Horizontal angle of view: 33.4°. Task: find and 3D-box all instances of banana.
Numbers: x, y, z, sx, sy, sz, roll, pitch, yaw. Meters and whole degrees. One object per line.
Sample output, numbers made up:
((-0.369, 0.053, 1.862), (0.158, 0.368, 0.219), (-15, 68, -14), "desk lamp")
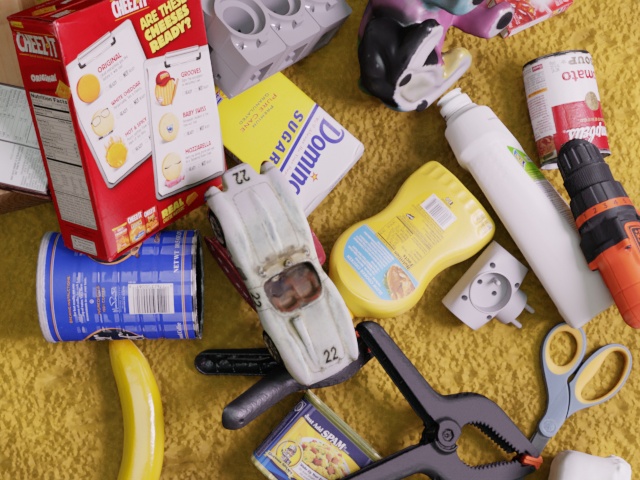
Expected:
((-0.180, 0.188, 0.999), (0.069, 0.037, 0.198), (9, 83, -2), "banana")

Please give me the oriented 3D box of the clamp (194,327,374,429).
((-0.034, 0.114, 0.996), (0.171, 0.120, 0.039), (-18, 123, -22), "clamp")

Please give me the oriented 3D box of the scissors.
((0.210, 0.159, 1.023), (0.201, 0.016, 0.096), (-40, 84, -5), "scissors")

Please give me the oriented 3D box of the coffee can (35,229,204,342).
((-0.181, 0.041, 0.984), (0.140, 0.103, 0.103), (-1, 83, -2), "coffee can")

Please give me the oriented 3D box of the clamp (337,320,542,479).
((0.105, 0.167, 0.971), (0.209, 0.036, 0.164), (11, 77, -17), "clamp")

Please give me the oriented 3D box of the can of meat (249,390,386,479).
((-0.003, 0.203, 0.992), (0.102, 0.057, 0.084), (42, 85, 3), "can of meat")

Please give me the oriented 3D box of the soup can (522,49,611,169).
((0.237, -0.125, 1.031), (0.068, 0.068, 0.102), (-9, 84, -3), "soup can")

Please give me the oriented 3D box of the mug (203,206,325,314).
((-0.057, 0.001, 0.998), (0.081, 0.093, 0.117), (-37, 92, -10), "mug")

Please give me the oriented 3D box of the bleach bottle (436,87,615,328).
((0.196, -0.037, 1.014), (0.068, 0.102, 0.251), (-38, 78, 19), "bleach bottle")

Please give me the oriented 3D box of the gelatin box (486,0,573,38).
((0.198, -0.258, 1.066), (0.073, 0.030, 0.089), (-25, 85, -4), "gelatin box")

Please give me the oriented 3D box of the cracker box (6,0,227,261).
((-0.169, -0.114, 0.931), (0.072, 0.163, 0.214), (13, 124, 35), "cracker box")

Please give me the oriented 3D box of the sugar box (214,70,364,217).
((-0.052, -0.112, 1.034), (0.176, 0.048, 0.093), (40, 83, 4), "sugar box")

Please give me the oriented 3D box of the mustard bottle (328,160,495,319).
((0.066, 0.018, 1.014), (0.191, 0.058, 0.096), (-40, 77, -5), "mustard bottle")

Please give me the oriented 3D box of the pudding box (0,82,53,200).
((-0.280, -0.092, 0.940), (0.113, 0.039, 0.090), (13, 83, -1), "pudding box")
